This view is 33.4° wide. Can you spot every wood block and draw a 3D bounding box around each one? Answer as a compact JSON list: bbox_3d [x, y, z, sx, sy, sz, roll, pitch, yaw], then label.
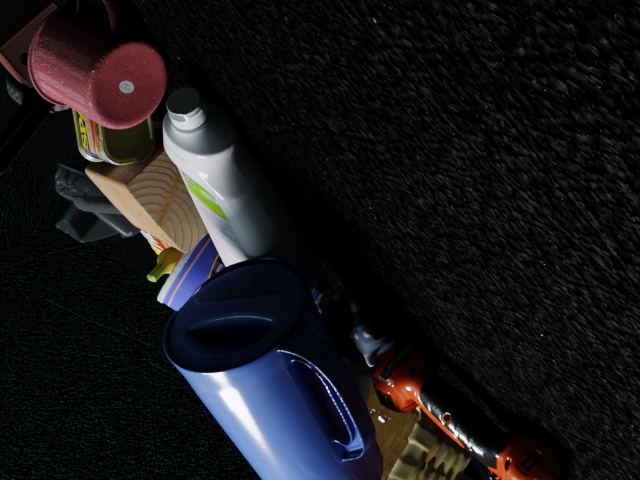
[{"bbox_3d":[-0.164,-0.062,1.099,0.090,0.090,0.206,50,168,-21],"label":"wood block"}]

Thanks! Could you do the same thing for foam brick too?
[{"bbox_3d":[-0.293,-0.204,1.100,0.053,0.078,0.051,51,165,-30],"label":"foam brick"}]

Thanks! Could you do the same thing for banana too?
[{"bbox_3d":[-0.137,0.055,1.284,0.037,0.069,0.197,4,156,40],"label":"banana"}]

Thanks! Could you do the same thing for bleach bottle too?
[{"bbox_3d":[-0.073,-0.039,0.932,0.103,0.068,0.250,33,161,30],"label":"bleach bottle"}]

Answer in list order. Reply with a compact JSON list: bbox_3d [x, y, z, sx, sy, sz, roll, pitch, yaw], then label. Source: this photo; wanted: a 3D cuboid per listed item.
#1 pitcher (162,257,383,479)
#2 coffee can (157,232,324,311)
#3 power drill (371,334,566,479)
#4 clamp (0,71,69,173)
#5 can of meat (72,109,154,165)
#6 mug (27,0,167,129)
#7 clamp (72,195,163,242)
[{"bbox_3d":[-0.023,0.145,0.947,0.149,0.145,0.242,-99,-14,-54],"label":"pitcher"},{"bbox_3d":[-0.081,0.056,1.097,0.140,0.102,0.103,33,169,-1],"label":"coffee can"},{"bbox_3d":[0.135,0.176,0.955,0.188,0.057,0.184,38,163,24],"label":"power drill"},{"bbox_3d":[-0.271,-0.156,1.131,0.210,0.164,0.036,-107,7,-45],"label":"clamp"},{"bbox_3d":[-0.198,-0.123,1.015,0.084,0.057,0.102,19,118,62],"label":"can of meat"},{"bbox_3d":[-0.180,-0.153,0.880,0.082,0.093,0.117,31,126,37],"label":"mug"},{"bbox_3d":[-0.194,-0.043,1.224,0.171,0.120,0.039,44,177,-13],"label":"clamp"}]
